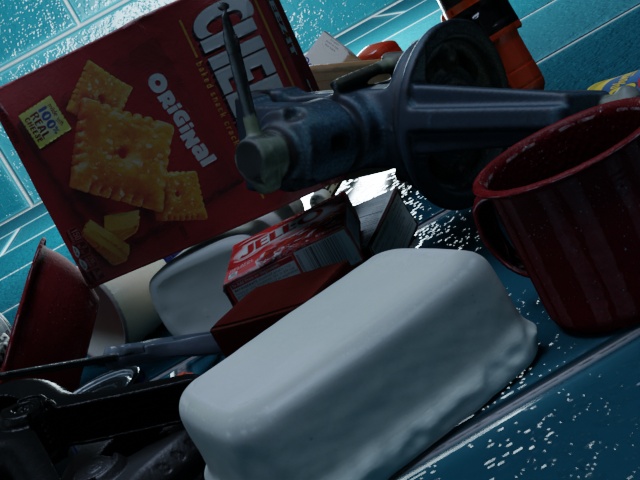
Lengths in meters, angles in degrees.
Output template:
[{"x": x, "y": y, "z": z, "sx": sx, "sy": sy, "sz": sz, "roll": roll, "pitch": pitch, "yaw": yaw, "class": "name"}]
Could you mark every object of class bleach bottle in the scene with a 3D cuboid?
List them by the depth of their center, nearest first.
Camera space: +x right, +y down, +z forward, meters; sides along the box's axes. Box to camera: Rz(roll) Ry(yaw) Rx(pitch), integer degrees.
[{"x": -0.056, "y": 0.001, "z": 0.891, "sx": 0.103, "sy": 0.068, "sz": 0.250, "roll": -22, "pitch": 12, "yaw": 17, "class": "bleach bottle"}]

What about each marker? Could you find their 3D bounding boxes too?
[{"x": 0.012, "y": -0.057, "z": 1.055, "sx": 0.020, "sy": 0.020, "sz": 0.121, "roll": -24, "pitch": 15, "yaw": 21, "class": "marker"}]

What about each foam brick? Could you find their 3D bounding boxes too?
[{"x": -0.013, "y": 0.054, "z": 0.628, "sx": 0.078, "sy": 0.053, "sz": 0.051, "roll": -17, "pitch": 18, "yaw": 37, "class": "foam brick"}]

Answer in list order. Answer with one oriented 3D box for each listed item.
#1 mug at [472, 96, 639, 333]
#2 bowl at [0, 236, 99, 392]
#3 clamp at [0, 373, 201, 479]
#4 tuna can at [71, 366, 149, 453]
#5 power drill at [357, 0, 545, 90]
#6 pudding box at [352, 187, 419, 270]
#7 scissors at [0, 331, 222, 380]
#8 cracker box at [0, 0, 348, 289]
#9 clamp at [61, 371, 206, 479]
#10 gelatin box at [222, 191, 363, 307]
[{"x": 0.123, "y": -0.008, "z": 0.512, "sx": 0.117, "sy": 0.081, "sz": 0.093, "roll": -13, "pitch": 21, "yaw": 49, "class": "mug"}, {"x": -0.205, "y": 0.081, "z": 0.806, "sx": 0.055, "sy": 0.162, "sz": 0.162, "roll": 14, "pitch": 0, "yaw": -12, "class": "bowl"}, {"x": -0.140, "y": 0.098, "z": 0.564, "sx": 0.172, "sy": 0.039, "sz": 0.120, "roll": 7, "pitch": 23, "yaw": 40, "class": "clamp"}, {"x": -0.146, "y": 0.118, "z": 0.697, "sx": 0.086, "sy": 0.034, "sz": 0.086, "roll": -27, "pitch": 13, "yaw": 7, "class": "tuna can"}, {"x": 0.110, "y": -0.188, "z": 1.025, "sx": 0.057, "sy": 0.184, "sz": 0.188, "roll": -32, "pitch": 4, "yaw": -31, "class": "power drill"}, {"x": 0.015, "y": 0.012, "z": 0.755, "sx": 0.090, "sy": 0.039, "sz": 0.113, "roll": -21, "pitch": 19, "yaw": 23, "class": "pudding box"}, {"x": -0.106, "y": 0.071, "z": 0.676, "sx": 0.096, "sy": 0.016, "sz": 0.201, "roll": -9, "pitch": -3, "yaw": 22, "class": "scissors"}, {"x": -0.107, "y": -0.080, "z": 0.777, "sx": 0.214, "sy": 0.164, "sz": 0.072, "roll": -23, "pitch": 11, "yaw": 11, "class": "cracker box"}, {"x": -0.104, "y": 0.133, "z": 0.551, "sx": 0.165, "sy": 0.036, "sz": 0.209, "roll": -15, "pitch": 19, "yaw": 36, "class": "clamp"}, {"x": -0.017, "y": 0.008, "z": 0.695, "sx": 0.089, "sy": 0.030, "sz": 0.073, "roll": -26, "pitch": 17, "yaw": 10, "class": "gelatin box"}]
